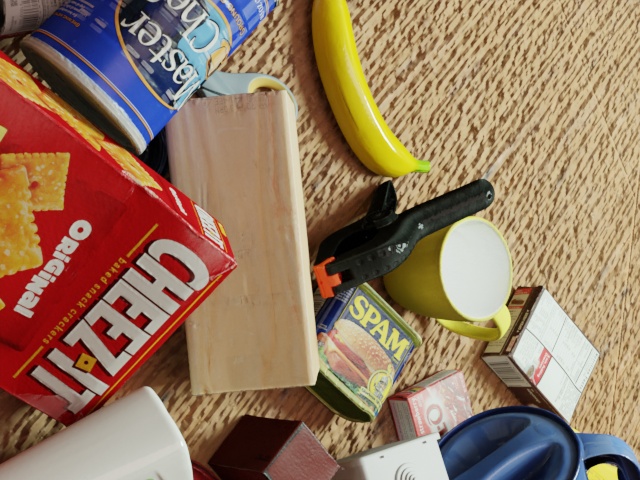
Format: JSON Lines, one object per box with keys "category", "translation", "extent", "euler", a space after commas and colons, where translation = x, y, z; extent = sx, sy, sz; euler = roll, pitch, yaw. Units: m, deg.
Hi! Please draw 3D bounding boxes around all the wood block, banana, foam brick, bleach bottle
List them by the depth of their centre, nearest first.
{"category": "bleach bottle", "translation": [-0.204, 0.185, 0.665], "extent": [0.250, 0.103, 0.068], "euler": [-26, 59, -22]}
{"category": "wood block", "translation": [-0.056, 0.001, 0.782], "extent": [0.090, 0.091, 0.206], "euler": [-5, 91, 2]}
{"category": "foam brick", "translation": [-0.036, 0.170, 0.811], "extent": [0.053, 0.078, 0.051], "euler": [-50, 115, -29]}
{"category": "banana", "translation": [0.032, -0.129, 0.927], "extent": [0.198, 0.037, 0.069], "euler": [63, 35, -16]}

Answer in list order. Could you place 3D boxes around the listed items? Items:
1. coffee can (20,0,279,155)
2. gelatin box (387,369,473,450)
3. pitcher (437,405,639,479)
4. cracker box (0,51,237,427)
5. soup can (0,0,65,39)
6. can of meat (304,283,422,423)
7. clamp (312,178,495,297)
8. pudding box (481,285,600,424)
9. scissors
{"category": "coffee can", "translation": [-0.111, -0.141, 0.702], "extent": [0.140, 0.103, 0.102], "euler": [-49, 116, -11]}
{"category": "gelatin box", "translation": [0.105, 0.168, 0.952], "extent": [0.073, 0.030, 0.089], "euler": [-20, 97, -38]}
{"category": "pitcher", "translation": [0.199, 0.268, 0.926], "extent": [0.144, 0.149, 0.242], "euler": [-44, 124, -28]}
{"category": "cracker box", "translation": [-0.184, 0.001, 0.665], "extent": [0.164, 0.072, 0.213], "euler": [-45, 118, 9]}
{"category": "soup can", "translation": [-0.189, -0.178, 0.733], "extent": [0.102, 0.069, 0.068], "euler": [-20, 98, -38]}
{"category": "can of meat", "translation": [0.023, 0.089, 0.880], "extent": [0.102, 0.058, 0.084], "euler": [45, 63, -25]}
{"category": "clamp", "translation": [0.063, -0.008, 0.864], "extent": [0.171, 0.120, 0.039], "euler": [-46, 117, -44]}
{"category": "pudding box", "translation": [0.218, 0.112, 1.043], "extent": [0.113, 0.039, 0.090], "euler": [48, 58, -27]}
{"category": "scissors", "translation": [-0.085, -0.142, 0.844], "extent": [0.096, 0.016, 0.201], "euler": [-41, 111, -31]}
